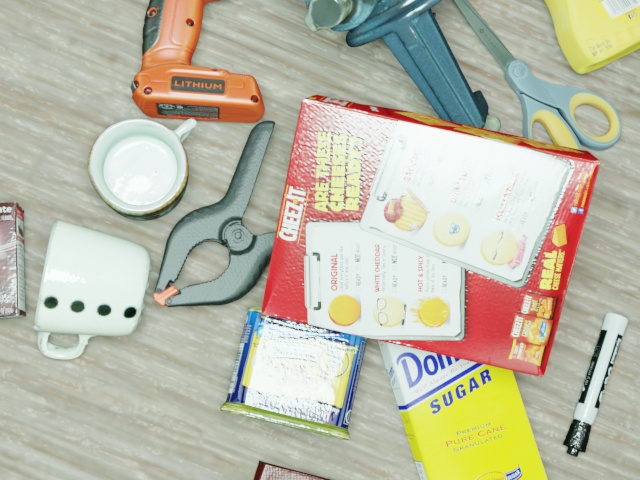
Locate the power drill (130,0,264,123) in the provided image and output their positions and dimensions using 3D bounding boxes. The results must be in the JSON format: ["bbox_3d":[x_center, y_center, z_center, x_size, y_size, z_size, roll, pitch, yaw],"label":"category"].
[{"bbox_3d":[-0.080,-0.192,0.868,0.184,0.057,0.187,2,79,-2],"label":"power drill"}]

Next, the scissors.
[{"bbox_3d":[0.187,-0.143,0.908,0.096,0.016,0.202,-22,85,-12],"label":"scissors"}]

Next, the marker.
[{"bbox_3d":[0.224,0.118,0.873,0.020,0.020,0.121,22,80,-3],"label":"marker"}]

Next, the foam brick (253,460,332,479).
[{"bbox_3d":[-0.017,0.203,0.817,0.078,0.053,0.051,16,80,-5],"label":"foam brick"}]

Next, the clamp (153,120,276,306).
[{"bbox_3d":[-0.056,0.001,0.850,0.120,0.039,0.171,41,84,5],"label":"clamp"}]

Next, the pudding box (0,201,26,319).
[{"bbox_3d":[-0.286,0.019,0.821,0.113,0.039,0.090,-3,81,-7],"label":"pudding box"}]

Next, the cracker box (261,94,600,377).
[{"bbox_3d":[0.078,-0.007,0.788,0.214,0.072,0.164,12,102,4],"label":"cracker box"}]

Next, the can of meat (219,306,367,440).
[{"bbox_3d":[-0.019,0.103,0.830,0.102,0.057,0.084,14,79,-4],"label":"can of meat"}]

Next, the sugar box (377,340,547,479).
[{"bbox_3d":[0.114,0.143,0.844,0.093,0.048,0.176,-17,85,-8],"label":"sugar box"}]
